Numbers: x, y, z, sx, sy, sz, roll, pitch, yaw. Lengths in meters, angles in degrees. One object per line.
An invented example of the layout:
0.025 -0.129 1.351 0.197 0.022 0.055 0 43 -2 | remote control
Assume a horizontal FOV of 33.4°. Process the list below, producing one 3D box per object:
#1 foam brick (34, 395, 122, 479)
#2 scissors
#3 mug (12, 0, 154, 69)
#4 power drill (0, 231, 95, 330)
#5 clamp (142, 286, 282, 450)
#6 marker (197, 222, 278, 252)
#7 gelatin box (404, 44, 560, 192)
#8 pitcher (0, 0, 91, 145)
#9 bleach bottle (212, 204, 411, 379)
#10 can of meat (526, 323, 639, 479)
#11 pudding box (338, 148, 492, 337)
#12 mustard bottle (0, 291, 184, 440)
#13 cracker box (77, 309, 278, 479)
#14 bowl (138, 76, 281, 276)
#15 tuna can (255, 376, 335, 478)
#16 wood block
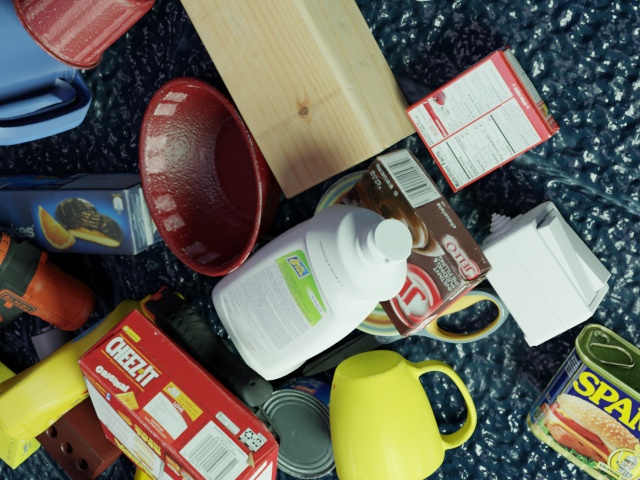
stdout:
-0.235 0.193 1.055 0.078 0.051 0.053 45 122 7 | foam brick
0.055 0.055 0.875 0.202 0.016 0.096 -13 100 31 | scissors
-0.191 -0.210 0.875 0.082 0.093 0.117 -33 54 28 | mug
-0.325 0.040 0.988 0.184 0.057 0.188 37 145 -29 | power drill
-0.089 0.110 0.911 0.172 0.039 0.120 43 153 35 | clamp
-0.056 0.001 0.912 0.121 0.020 0.020 12 113 23 | marker
0.117 -0.089 0.783 0.089 0.030 0.073 -31 93 32 | gelatin box
-0.312 -0.136 0.865 0.149 0.242 0.145 -5 107 30 | pitcher
0.000 0.037 0.803 0.102 0.068 0.251 58 151 -1 | bleach bottle
0.216 0.126 0.793 0.102 0.057 0.084 35 123 13 | can of meat
0.062 0.002 0.784 0.113 0.039 0.090 58 141 15 | pudding box
-0.205 0.106 0.973 0.191 0.096 0.058 -34 84 2 | mustard bottle
-0.115 0.168 0.906 0.164 0.072 0.214 40 158 15 | cracker box
-0.081 -0.055 0.867 0.162 0.055 0.162 19 116 44 | bowl
-0.014 0.163 0.939 0.086 0.033 0.086 10 112 25 | tuna can
-0.023 -0.149 0.800 0.091 0.090 0.206 -25 95 31 | wood block
